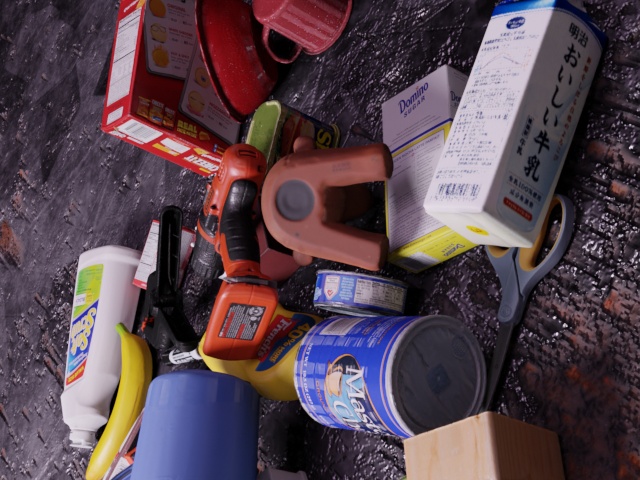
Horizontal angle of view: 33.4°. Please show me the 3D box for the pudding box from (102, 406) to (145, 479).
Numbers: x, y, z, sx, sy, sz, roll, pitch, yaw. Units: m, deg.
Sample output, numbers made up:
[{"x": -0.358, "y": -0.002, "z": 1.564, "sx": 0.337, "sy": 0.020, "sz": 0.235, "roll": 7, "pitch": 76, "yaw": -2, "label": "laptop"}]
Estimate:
[{"x": -0.199, "y": 0.227, "z": 1.204, "sx": 0.113, "sy": 0.039, "sz": 0.090, "roll": -59, "pitch": 3, "yaw": 9, "label": "pudding box"}]

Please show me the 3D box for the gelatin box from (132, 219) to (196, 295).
[{"x": -0.194, "y": 0.022, "z": 1.335, "sx": 0.073, "sy": 0.030, "sz": 0.089, "roll": 12, "pitch": 83, "yaw": 54, "label": "gelatin box"}]

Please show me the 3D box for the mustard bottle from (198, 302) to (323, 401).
[{"x": -0.037, "y": 0.112, "z": 1.063, "sx": 0.096, "sy": 0.058, "sz": 0.192, "roll": -42, "pitch": 32, "yaw": -23, "label": "mustard bottle"}]

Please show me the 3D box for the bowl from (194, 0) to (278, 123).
[{"x": -0.091, "y": -0.222, "z": 1.254, "sx": 0.055, "sy": 0.162, "sz": 0.162, "roll": -14, "pitch": 58, "yaw": 13, "label": "bowl"}]

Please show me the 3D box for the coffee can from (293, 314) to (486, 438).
[{"x": 0.057, "y": 0.115, "z": 0.912, "sx": 0.141, "sy": 0.102, "sz": 0.103, "roll": -6, "pitch": 68, "yaw": 56, "label": "coffee can"}]

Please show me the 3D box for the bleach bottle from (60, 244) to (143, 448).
[{"x": -0.282, "y": 0.137, "z": 1.364, "sx": 0.103, "sy": 0.068, "sz": 0.251, "roll": -13, "pitch": 66, "yaw": 47, "label": "bleach bottle"}]

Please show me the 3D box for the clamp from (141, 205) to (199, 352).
[{"x": -0.177, "y": 0.059, "z": 1.222, "sx": 0.210, "sy": 0.036, "sz": 0.164, "roll": 142, "pitch": 124, "yaw": -67, "label": "clamp"}]

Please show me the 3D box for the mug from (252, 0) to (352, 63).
[{"x": -0.029, "y": -0.261, "z": 1.226, "sx": 0.093, "sy": 0.081, "sz": 0.117, "roll": 39, "pitch": 104, "yaw": 51, "label": "mug"}]

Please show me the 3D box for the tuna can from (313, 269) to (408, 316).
[{"x": 0.037, "y": 0.051, "z": 0.992, "sx": 0.086, "sy": 0.086, "sz": 0.034, "roll": 0, "pitch": 78, "yaw": 51, "label": "tuna can"}]

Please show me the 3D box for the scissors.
[{"x": 0.152, "y": 0.048, "z": 0.910, "sx": 0.096, "sy": 0.016, "sz": 0.202, "roll": 33, "pitch": 99, "yaw": 54, "label": "scissors"}]

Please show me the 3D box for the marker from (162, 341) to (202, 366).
[{"x": -0.156, "y": 0.131, "z": 1.222, "sx": 0.121, "sy": 0.020, "sz": 0.020, "roll": -22, "pitch": 55, "yaw": 61, "label": "marker"}]

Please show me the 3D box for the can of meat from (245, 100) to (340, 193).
[{"x": -0.035, "y": -0.091, "z": 1.149, "sx": 0.058, "sy": 0.083, "sz": 0.102, "roll": 0, "pitch": 73, "yaw": 51, "label": "can of meat"}]

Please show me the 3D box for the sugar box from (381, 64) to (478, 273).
[{"x": 0.104, "y": -0.067, "z": 1.001, "sx": 0.094, "sy": 0.048, "sz": 0.176, "roll": -27, "pitch": 50, "yaw": 44, "label": "sugar box"}]

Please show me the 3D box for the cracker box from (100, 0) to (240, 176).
[{"x": -0.174, "y": -0.207, "z": 1.309, "sx": 0.072, "sy": 0.164, "sz": 0.213, "roll": -18, "pitch": 60, "yaw": 43, "label": "cracker box"}]

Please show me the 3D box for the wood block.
[{"x": 0.130, "y": 0.243, "z": 0.783, "sx": 0.090, "sy": 0.090, "sz": 0.206, "roll": -29, "pitch": 52, "yaw": 39, "label": "wood block"}]

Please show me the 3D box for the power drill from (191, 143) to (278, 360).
[{"x": -0.092, "y": 0.024, "z": 1.064, "sx": 0.185, "sy": 0.057, "sz": 0.187, "roll": 112, "pitch": 156, "yaw": -43, "label": "power drill"}]

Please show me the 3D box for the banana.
[{"x": -0.240, "y": 0.200, "z": 1.300, "sx": 0.070, "sy": 0.037, "sz": 0.198, "roll": -2, "pitch": 73, "yaw": 51, "label": "banana"}]

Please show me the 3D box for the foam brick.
[{"x": -0.058, "y": 0.001, "z": 1.159, "sx": 0.051, "sy": 0.052, "sz": 0.078, "roll": -42, "pitch": 45, "yaw": 31, "label": "foam brick"}]

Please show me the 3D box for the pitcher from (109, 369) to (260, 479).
[{"x": -0.129, "y": 0.248, "z": 0.981, "sx": 0.145, "sy": 0.149, "sz": 0.243, "roll": 137, "pitch": 143, "yaw": -56, "label": "pitcher"}]
